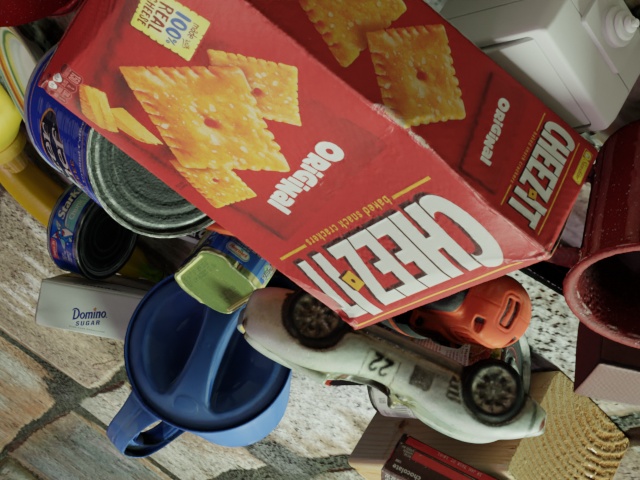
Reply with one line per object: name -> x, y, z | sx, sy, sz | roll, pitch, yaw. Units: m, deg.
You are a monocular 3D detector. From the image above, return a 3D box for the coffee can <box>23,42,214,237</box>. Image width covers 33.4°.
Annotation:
coffee can -> -0.115, -0.070, 0.658 | 0.102, 0.102, 0.140 | 51, 169, -32

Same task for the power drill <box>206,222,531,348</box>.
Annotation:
power drill -> 0.020, 0.009, 0.689 | 0.187, 0.057, 0.185 | 28, 168, -24

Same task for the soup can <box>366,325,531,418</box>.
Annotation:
soup can -> 0.091, 0.094, 0.759 | 0.102, 0.068, 0.068 | -1, 140, 27

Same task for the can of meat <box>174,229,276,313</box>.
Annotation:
can of meat -> -0.055, 0.001, 0.778 | 0.057, 0.083, 0.102 | 38, 154, -9

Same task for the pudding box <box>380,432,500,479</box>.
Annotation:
pudding box -> 0.092, 0.196, 0.786 | 0.090, 0.039, 0.113 | 24, 152, 20

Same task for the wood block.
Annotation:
wood block -> 0.126, 0.168, 0.849 | 0.090, 0.090, 0.206 | 44, 153, -18

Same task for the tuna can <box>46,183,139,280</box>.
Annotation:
tuna can -> -0.193, -0.009, 0.919 | 0.034, 0.086, 0.086 | 18, 150, 27

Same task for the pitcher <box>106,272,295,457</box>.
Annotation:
pitcher -> -0.093, 0.122, 0.931 | 0.149, 0.145, 0.243 | 1, 163, 1

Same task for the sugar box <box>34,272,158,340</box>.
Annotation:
sugar box -> -0.194, 0.058, 0.968 | 0.093, 0.048, 0.176 | 10, -177, -2

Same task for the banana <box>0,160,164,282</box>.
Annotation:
banana -> -0.230, -0.023, 0.992 | 0.197, 0.037, 0.070 | 37, 150, -13

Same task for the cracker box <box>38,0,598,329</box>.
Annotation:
cracker box -> -0.011, -0.056, 0.491 | 0.213, 0.072, 0.164 | 38, 151, -14
